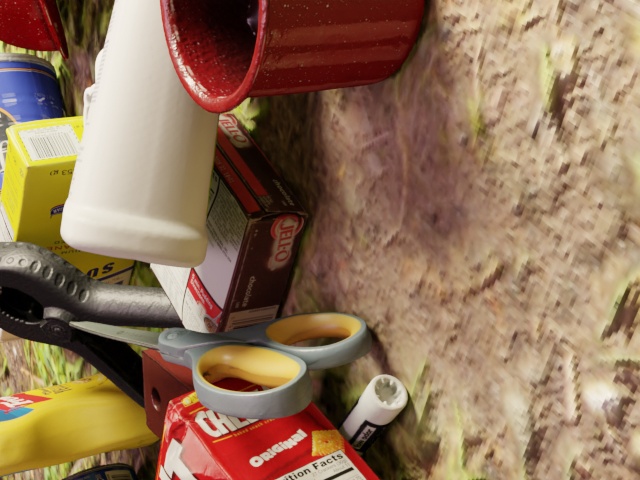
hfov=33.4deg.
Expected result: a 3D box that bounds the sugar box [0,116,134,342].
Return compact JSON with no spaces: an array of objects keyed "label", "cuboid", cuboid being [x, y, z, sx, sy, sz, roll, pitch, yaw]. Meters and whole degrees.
[{"label":"sugar box","cuboid":[-0.169,-0.005,0.722,0.048,0.093,0.176,57,143,34]}]

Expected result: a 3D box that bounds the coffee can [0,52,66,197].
[{"label":"coffee can","cuboid":[-0.234,-0.055,0.803,0.103,0.102,0.140,-35,69,57]}]

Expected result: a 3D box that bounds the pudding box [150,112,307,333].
[{"label":"pudding box","cuboid":[-0.054,0.001,0.586,0.090,0.039,0.114,55,138,38]}]

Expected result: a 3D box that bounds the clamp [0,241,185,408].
[{"label":"clamp","cuboid":[-0.157,0.053,0.688,0.039,0.171,0.120,-66,-6,-50]}]

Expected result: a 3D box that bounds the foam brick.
[{"label":"foam brick","cuboid":[-0.063,0.094,0.613,0.078,0.051,0.053,24,119,54]}]

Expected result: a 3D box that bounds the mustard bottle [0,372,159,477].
[{"label":"mustard bottle","cuboid":[-0.211,0.133,0.732,0.096,0.191,0.058,1,99,59]}]

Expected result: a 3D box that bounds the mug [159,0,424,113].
[{"label":"mug","cuboid":[-0.015,-0.113,0.446,0.093,0.081,0.117,-46,60,54]}]

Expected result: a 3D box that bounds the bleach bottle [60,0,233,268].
[{"label":"bleach bottle","cuboid":[-0.069,-0.118,0.508,0.103,0.068,0.251,-159,79,-76]}]

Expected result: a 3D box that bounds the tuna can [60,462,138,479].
[{"label":"tuna can","cuboid":[-0.172,0.202,0.792,0.034,0.085,0.086,61,144,27]}]

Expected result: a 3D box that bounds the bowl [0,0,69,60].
[{"label":"bowl","cuboid":[-0.223,-0.197,0.733,0.162,0.055,0.162,164,90,-83]}]

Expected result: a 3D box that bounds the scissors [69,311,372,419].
[{"label":"scissors","cuboid":[-0.051,0.048,0.540,0.202,0.096,0.016,17,122,58]}]

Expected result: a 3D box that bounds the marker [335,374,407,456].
[{"label":"marker","cuboid":[0.010,0.104,0.527,0.020,0.020,0.121,63,145,26]}]
